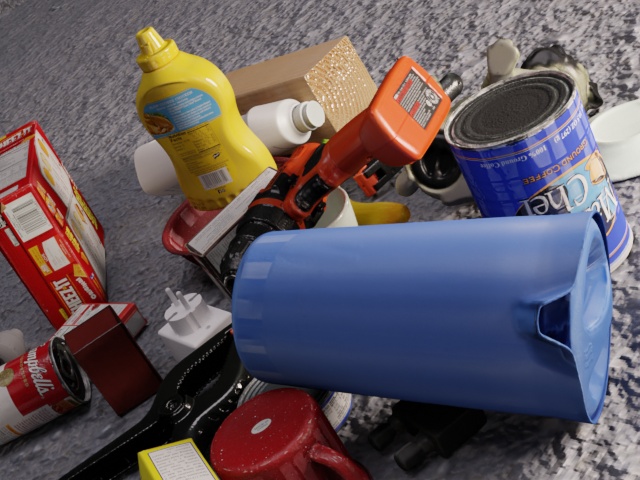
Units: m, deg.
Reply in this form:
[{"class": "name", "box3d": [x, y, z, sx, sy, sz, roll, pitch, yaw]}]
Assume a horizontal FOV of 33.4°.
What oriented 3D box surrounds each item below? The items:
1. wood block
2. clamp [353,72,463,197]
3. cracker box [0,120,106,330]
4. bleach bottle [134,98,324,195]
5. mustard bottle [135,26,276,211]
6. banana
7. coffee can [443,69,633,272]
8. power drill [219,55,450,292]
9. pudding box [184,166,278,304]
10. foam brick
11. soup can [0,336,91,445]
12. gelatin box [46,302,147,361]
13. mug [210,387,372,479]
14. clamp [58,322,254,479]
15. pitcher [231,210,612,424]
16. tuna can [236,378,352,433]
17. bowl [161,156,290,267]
[{"class": "wood block", "box3d": [-0.044, -0.157, 1.244, 0.207, 0.090, 0.090, -7, 34, 46]}, {"class": "clamp", "box3d": [0.086, -0.112, 1.112, 0.120, 0.039, 0.171, -31, 23, 38]}, {"class": "cracker box", "box3d": [-0.310, -0.021, 1.204, 0.072, 0.164, 0.214, -27, 27, -1]}, {"class": "bleach bottle", "box3d": [-0.093, -0.109, 1.194, 0.251, 0.068, 0.102, -14, 0, 40]}, {"class": "mustard bottle", "box3d": [-0.125, -0.122, 1.045, 0.096, 0.191, 0.058, -16, 31, 24]}, {"class": "banana", "box3d": [0.025, -0.037, 1.028, 0.037, 0.070, 0.198, 7, 21, -28]}, {"class": "coffee can", "box3d": [0.167, -0.043, 0.814, 0.103, 0.140, 0.103, -22, 28, 12]}, {"class": "power drill", "box3d": [0.007, -0.050, 0.832, 0.188, 0.057, 0.184, -35, 17, 40]}, {"class": "pudding box", "box3d": [-0.056, 0.001, 0.995, 0.113, 0.090, 0.039, -45, 35, -14]}, {"class": "foam brick", "box3d": [-0.186, 0.108, 0.962, 0.051, 0.078, 0.053, -35, 26, -11]}, {"class": "soup can", "box3d": [-0.276, 0.143, 0.998, 0.102, 0.068, 0.068, -27, 27, 5]}, {"class": "gelatin box", "box3d": [-0.228, 0.097, 1.071, 0.089, 0.030, 0.073, -4, 38, 40]}, {"class": "mug", "box3d": [-0.014, 0.155, 0.713, 0.117, 0.081, 0.093, 3, 41, 46]}, {"class": "clamp", "box3d": [-0.121, 0.149, 0.870, 0.165, 0.036, 0.209, -4, 42, 39]}, {"class": "pitcher", "box3d": [0.072, 0.048, 0.722, 0.243, 0.149, 0.145, 0, 45, 24]}, {"class": "tuna can", "box3d": [-0.019, 0.126, 0.820, 0.086, 0.033, 0.086, -22, 28, 13]}, {"class": "bowl", "box3d": [-0.080, -0.017, 1.096, 0.162, 0.055, 0.162, -23, 28, 13]}]
